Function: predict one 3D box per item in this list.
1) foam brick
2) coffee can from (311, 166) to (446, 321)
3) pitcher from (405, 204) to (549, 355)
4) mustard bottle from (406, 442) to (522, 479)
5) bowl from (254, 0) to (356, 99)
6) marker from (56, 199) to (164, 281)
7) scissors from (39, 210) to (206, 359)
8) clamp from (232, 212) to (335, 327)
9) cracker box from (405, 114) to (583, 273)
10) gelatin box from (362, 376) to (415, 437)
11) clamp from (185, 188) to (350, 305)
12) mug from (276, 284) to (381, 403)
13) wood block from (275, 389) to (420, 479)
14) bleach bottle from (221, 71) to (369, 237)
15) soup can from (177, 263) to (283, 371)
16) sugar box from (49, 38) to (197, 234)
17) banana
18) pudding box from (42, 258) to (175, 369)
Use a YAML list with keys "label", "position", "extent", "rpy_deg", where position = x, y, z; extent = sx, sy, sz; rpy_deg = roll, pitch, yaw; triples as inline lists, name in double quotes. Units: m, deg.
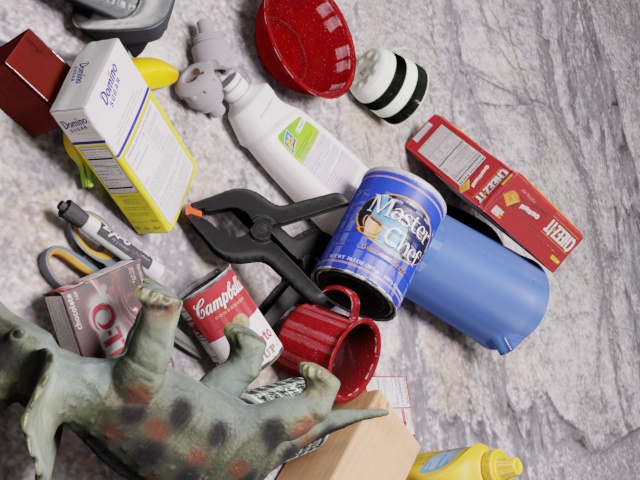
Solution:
- label: "foam brick"
  position: [-0.264, -0.143, 0.976]
  extent: [0.078, 0.051, 0.053]
  rpy_deg: [46, 44, -28]
- label: "coffee can"
  position: [0.065, 0.004, 1.177]
  extent: [0.102, 0.103, 0.140]
  rpy_deg: [43, 62, -30]
- label: "pitcher"
  position: [0.167, 0.030, 1.354]
  extent: [0.242, 0.149, 0.145]
  rpy_deg: [29, 92, -36]
- label: "mustard bottle"
  position: [0.134, 0.257, 1.160]
  extent: [0.096, 0.192, 0.058]
  rpy_deg: [-14, 86, -51]
- label: "bowl"
  position: [-0.028, -0.238, 1.288]
  extent: [0.161, 0.055, 0.162]
  rpy_deg: [23, 58, -43]
- label: "marker"
  position: [-0.196, 0.000, 0.994]
  extent: [0.121, 0.020, 0.020]
  rpy_deg: [40, 48, -32]
- label: "scissors"
  position: [-0.180, 0.040, 1.025]
  extent: [0.201, 0.016, 0.096]
  rpy_deg: [29, 54, -39]
- label: "clamp"
  position: [-0.027, 0.042, 1.187]
  extent: [0.209, 0.036, 0.164]
  rpy_deg: [14, 69, -45]
- label: "cracker box"
  position: [0.228, -0.067, 1.412]
  extent: [0.164, 0.072, 0.214]
  rpy_deg: [36, 7, -35]
- label: "gelatin box"
  position: [0.069, 0.196, 1.240]
  extent: [0.089, 0.030, 0.073]
  rpy_deg: [9, 67, -48]
- label: "clamp"
  position: [-0.057, 0.001, 1.102]
  extent: [0.171, 0.039, 0.120]
  rpy_deg: [5, 72, -3]
- label: "mug"
  position: [0.008, 0.104, 1.136]
  extent: [0.093, 0.082, 0.117]
  rpy_deg: [-1, 105, -53]
- label: "wood block"
  position: [0.013, 0.261, 1.100]
  extent: [0.090, 0.090, 0.205]
  rpy_deg: [55, 41, -18]
- label: "bleach bottle"
  position: [-0.020, -0.102, 1.236]
  extent: [0.250, 0.068, 0.102]
  rpy_deg: [45, 47, -25]
- label: "soup can"
  position: [-0.091, 0.084, 1.063]
  extent: [0.102, 0.069, 0.068]
  rpy_deg: [57, 40, -9]
- label: "sugar box"
  position: [-0.182, -0.095, 1.011]
  extent: [0.176, 0.048, 0.093]
  rpy_deg: [60, 36, -44]
- label: "banana"
  position: [-0.204, -0.137, 1.060]
  extent: [0.197, 0.037, 0.069]
  rpy_deg: [-60, 144, -41]
- label: "pudding box"
  position: [-0.189, 0.084, 0.961]
  extent: [0.089, 0.039, 0.113]
  rpy_deg: [-27, 102, -45]
